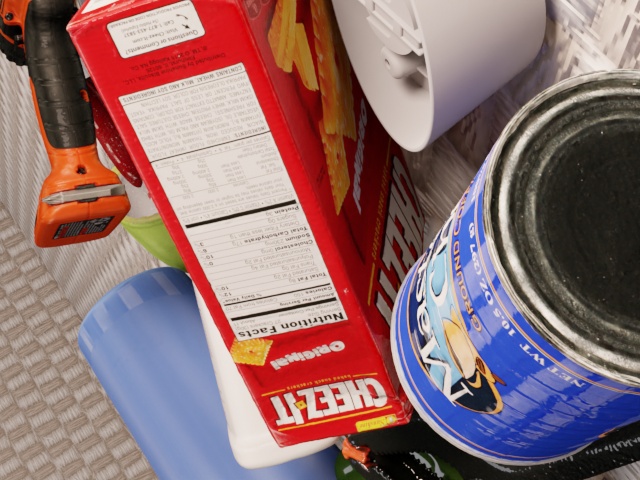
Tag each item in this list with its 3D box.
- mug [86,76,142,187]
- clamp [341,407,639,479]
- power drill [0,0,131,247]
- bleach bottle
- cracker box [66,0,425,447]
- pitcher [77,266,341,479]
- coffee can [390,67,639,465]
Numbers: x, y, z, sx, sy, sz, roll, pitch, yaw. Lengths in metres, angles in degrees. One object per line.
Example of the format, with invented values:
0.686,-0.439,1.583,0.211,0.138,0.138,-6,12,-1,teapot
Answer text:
-0.122,-0.091,0.796,0.093,0.081,0.117,46,159,35,mug
0.096,0.123,0.537,0.210,0.036,0.164,22,126,39,clamp
-0.179,-0.093,0.710,0.185,0.057,0.187,152,105,-70,power drill
-0.054,0.001,0.636,0.102,0.068,0.251,-134,28,-81,bleach bottle
-0.013,-0.044,0.473,0.164,0.072,0.213,-78,-29,-54,cracker box
-0.082,0.141,0.853,0.243,0.144,0.149,50,150,22,pitcher
0.088,0.018,0.379,0.103,0.102,0.140,54,162,12,coffee can
